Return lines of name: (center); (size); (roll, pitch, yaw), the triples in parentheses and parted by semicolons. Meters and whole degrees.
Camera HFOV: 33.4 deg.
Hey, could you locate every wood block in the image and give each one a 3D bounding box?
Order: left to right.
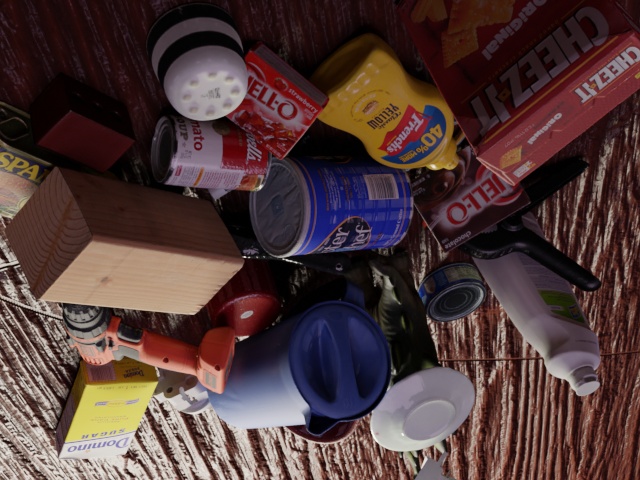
wood block: (-0.184, 0.006, 1.034); (0.091, 0.090, 0.205); (-45, 150, 22)

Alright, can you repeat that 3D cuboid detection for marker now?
marker: (-0.063, -0.080, 1.111); (0.121, 0.020, 0.020); (-30, 142, 12)

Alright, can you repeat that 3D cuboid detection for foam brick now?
foam brick: (-0.219, -0.107, 0.981); (0.051, 0.053, 0.078); (-41, 139, 24)

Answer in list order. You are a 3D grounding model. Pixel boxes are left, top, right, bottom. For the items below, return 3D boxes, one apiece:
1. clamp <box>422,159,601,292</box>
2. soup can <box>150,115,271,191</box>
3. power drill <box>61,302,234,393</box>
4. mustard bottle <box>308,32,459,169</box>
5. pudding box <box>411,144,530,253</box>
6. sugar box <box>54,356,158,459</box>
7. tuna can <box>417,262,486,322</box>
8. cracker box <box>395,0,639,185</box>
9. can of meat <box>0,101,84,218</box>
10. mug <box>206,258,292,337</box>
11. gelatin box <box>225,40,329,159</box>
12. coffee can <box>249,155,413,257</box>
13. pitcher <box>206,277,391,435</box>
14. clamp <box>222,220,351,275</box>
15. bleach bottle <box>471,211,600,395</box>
clamp: (0.226, -0.013, 1.237); (0.210, 0.164, 0.036); (-4, 157, -6)
soup can: (-0.108, -0.085, 1.046); (0.102, 0.068, 0.069); (3, 136, -27)
power drill: (-0.189, 0.106, 1.175); (0.187, 0.057, 0.184); (15, 157, 3)
mustard bottle: (0.078, -0.123, 1.076); (0.096, 0.058, 0.191); (-39, 133, 21)
pudding box: (0.163, -0.052, 1.189); (0.113, 0.090, 0.039); (-32, 179, 11)
sugar box: (-0.273, 0.215, 1.353); (0.093, 0.048, 0.176); (1, 136, -26)
tuna can: (0.171, 0.069, 1.389); (0.086, 0.034, 0.086); (-13, 142, -10)
cracker box: (0.173, -0.183, 0.935); (0.164, 0.214, 0.072); (-40, 139, 23)
can of meat: (-0.286, -0.070, 0.991); (0.084, 0.057, 0.101); (-39, 139, 25)
mug: (-0.083, 0.058, 1.219); (0.117, 0.081, 0.093); (14, 131, -36)
gelatin box: (-0.048, -0.132, 1.010); (0.089, 0.030, 0.073); (39, 123, -5)
coffee can: (0.011, -0.038, 1.111); (0.140, 0.103, 0.103); (-4, 141, -36)
pitcher: (-0.033, 0.147, 1.254); (0.149, 0.145, 0.243); (-24, 180, -35)
clamp: (-0.058, 0.001, 1.174); (0.171, 0.120, 0.039); (13, 94, -11)
bleach bottle: (0.252, 0.070, 1.250); (0.102, 0.251, 0.068); (4, 136, -29)
